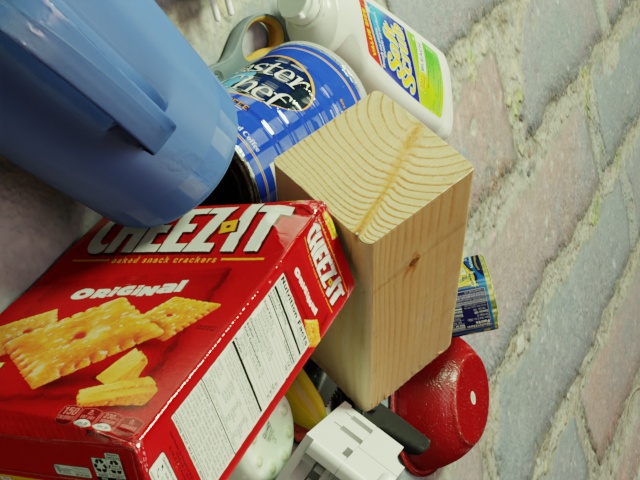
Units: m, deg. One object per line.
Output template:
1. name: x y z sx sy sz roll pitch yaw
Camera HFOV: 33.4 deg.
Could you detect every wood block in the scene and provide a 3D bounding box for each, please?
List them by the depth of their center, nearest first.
1. wood block: 0.035 0.015 0.721 0.090 0.090 0.206 -35 150 -22

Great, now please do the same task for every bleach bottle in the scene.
1. bleach bottle: 0.038 -0.157 0.929 0.250 0.068 0.102 18 67 -59

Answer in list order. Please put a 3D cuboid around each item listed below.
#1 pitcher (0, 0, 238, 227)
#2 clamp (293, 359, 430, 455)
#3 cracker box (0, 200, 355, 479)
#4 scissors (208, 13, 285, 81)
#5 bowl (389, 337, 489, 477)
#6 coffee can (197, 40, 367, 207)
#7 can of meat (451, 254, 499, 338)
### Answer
1. pitcher: -0.137 -0.095 0.548 0.242 0.145 0.149 43 38 -54
2. clamp: 0.036 0.143 0.932 0.209 0.036 0.164 -30 106 -57
3. cracker box: -0.100 0.059 0.586 0.213 0.164 0.072 -54 134 -47
4. scissors: -0.071 -0.105 0.795 0.201 0.016 0.096 -53 131 -48
5. bowl: 0.129 0.159 1.077 0.161 0.055 0.162 8 81 -60
6. coffee can: -0.043 -0.066 0.737 0.140 0.103 0.103 -41 122 -44
7. can of meat: 0.121 0.055 1.009 0.102 0.084 0.057 -83 160 -71
